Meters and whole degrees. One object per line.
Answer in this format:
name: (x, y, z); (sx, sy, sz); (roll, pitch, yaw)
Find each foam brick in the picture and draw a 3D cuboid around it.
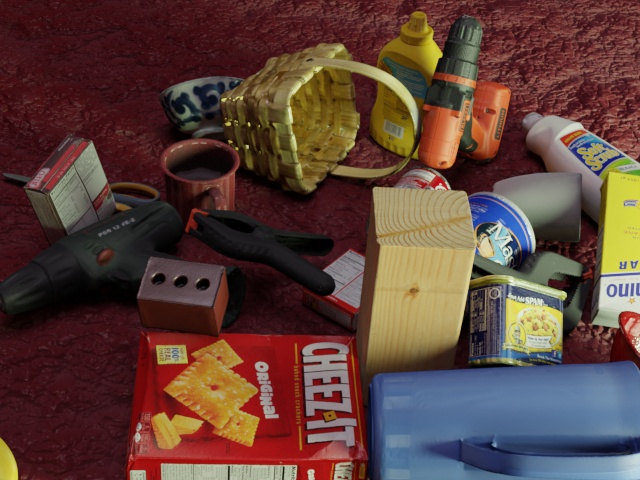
foam brick: (-0.131, 0.054, 1.025); (0.078, 0.051, 0.053); (6, 53, 7)

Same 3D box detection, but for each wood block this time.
wood block: (0.087, 0.059, 1.030); (0.091, 0.206, 0.090); (3, 38, -2)

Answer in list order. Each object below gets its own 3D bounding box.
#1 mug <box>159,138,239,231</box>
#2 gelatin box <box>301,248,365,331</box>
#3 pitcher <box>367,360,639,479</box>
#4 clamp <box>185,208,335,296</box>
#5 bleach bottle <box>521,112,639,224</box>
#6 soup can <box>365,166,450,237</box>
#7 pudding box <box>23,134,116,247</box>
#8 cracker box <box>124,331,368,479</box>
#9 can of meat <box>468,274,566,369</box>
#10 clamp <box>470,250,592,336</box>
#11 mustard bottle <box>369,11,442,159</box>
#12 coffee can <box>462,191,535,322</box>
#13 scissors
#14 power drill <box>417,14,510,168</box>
mug: (-0.137, -0.056, 1.257); (0.093, 0.081, 0.117); (-17, 42, -24)
gelatin box: (0.035, 0.054, 1.175); (0.073, 0.030, 0.089); (28, 44, 29)
pitcher: (0.165, 0.174, 0.949); (0.243, 0.149, 0.145); (0, 51, 0)
clamp: (-0.058, 0.001, 1.154); (0.171, 0.039, 0.120); (24, 17, -1)
bleach bottle: (0.336, -0.093, 1.362); (0.102, 0.068, 0.251); (-16, 40, -23)
soup can: (0.104, -0.034, 1.261); (0.069, 0.068, 0.102); (21, 42, 20)
pudding box: (-0.278, -0.048, 1.196); (0.039, 0.113, 0.090); (14, 52, 24)
cracker box: (-0.068, 0.162, 0.995); (0.213, 0.072, 0.164); (1, 38, -4)
can of meat: (0.188, 0.086, 1.027); (0.101, 0.058, 0.084); (15, 69, -33)
clamp: (0.227, 0.076, 1.123); (0.209, 0.164, 0.036); (-11, -6, -44)
mustard bottle: (0.116, -0.204, 1.378); (0.096, 0.192, 0.058); (31, 46, 30)
coffee can: (0.155, 0.022, 1.166); (0.103, 0.103, 0.140); (29, 45, 28)
scissors: (-0.296, -0.048, 1.287); (0.201, 0.016, 0.096); (4, 38, 0)
power drill: (0.183, -0.176, 1.336); (0.057, 0.184, 0.187); (18, 6, 25)
